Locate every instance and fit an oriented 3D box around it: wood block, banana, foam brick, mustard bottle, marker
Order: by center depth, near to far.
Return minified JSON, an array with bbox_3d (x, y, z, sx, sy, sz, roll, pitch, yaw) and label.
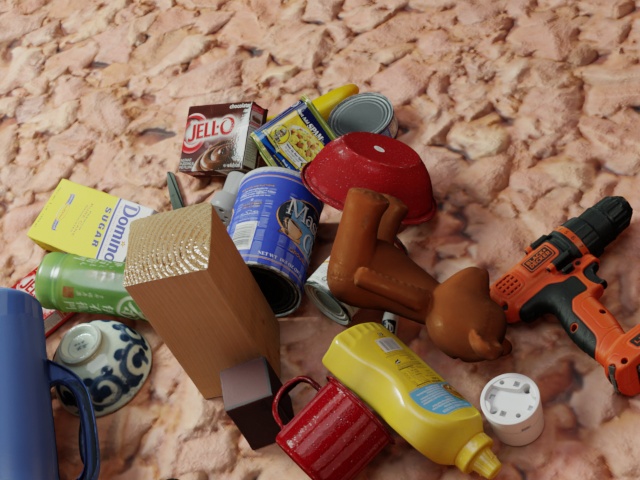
[{"bbox_3d":[0.096,0.156,1.015,0.192,0.096,0.058,40,111,28],"label":"mustard bottle"},{"bbox_3d":[-0.063,0.166,1.088,0.053,0.078,0.051,-20,44,5],"label":"foam brick"},{"bbox_3d":[-0.117,0.067,1.107,0.091,0.206,0.090,-13,47,12],"label":"wood block"},{"bbox_3d":[0.071,0.103,1.125,0.020,0.020,0.121,-4,50,20],"label":"marker"},{"bbox_3d":[-0.044,-0.158,1.388,0.198,0.037,0.069,-14,48,12],"label":"banana"}]

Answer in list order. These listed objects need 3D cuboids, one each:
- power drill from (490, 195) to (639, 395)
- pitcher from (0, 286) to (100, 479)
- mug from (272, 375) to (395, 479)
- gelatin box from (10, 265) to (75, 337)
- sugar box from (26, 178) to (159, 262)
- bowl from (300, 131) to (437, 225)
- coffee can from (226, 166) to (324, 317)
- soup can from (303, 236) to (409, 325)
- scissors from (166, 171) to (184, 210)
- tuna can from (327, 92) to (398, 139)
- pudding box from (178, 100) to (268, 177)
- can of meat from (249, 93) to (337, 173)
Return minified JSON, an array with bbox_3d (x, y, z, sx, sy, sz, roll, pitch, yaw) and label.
[{"bbox_3d":[0.284,0.051,1.054,0.184,0.057,0.188,-39,44,-7],"label":"power drill"},{"bbox_3d":[-0.332,0.175,1.124,0.145,0.149,0.243,-28,58,32],"label":"pitcher"},{"bbox_3d":[0.003,0.183,1.029,0.117,0.093,0.081,44,79,10],"label":"mug"},{"bbox_3d":[-0.350,0.078,1.320,0.073,0.030,0.089,-40,48,-13],"label":"gelatin box"},{"bbox_3d":[-0.283,-0.013,1.352,0.176,0.048,0.093,16,70,36],"label":"sugar box"},{"bbox_3d":[0.062,-0.079,1.202,0.162,0.055,0.162,12,26,-6],"label":"bowl"},{"bbox_3d":[-0.058,0.001,1.210,0.103,0.102,0.140,-3,50,21],"label":"coffee can"},{"bbox_3d":[0.039,0.034,1.165,0.069,0.068,0.102,28,67,38],"label":"soup can"},{"bbox_3d":[-0.157,-0.026,1.336,0.096,0.016,0.201,-15,48,15],"label":"scissors"},{"bbox_3d":[0.054,-0.144,1.336,0.086,0.033,0.086,-12,48,13],"label":"tuna can"},{"bbox_3d":[-0.125,-0.128,1.363,0.114,0.039,0.090,1,79,34],"label":"pudding box"},{"bbox_3d":[-0.025,-0.112,1.303,0.084,0.057,0.102,-35,87,-5],"label":"can of meat"}]
